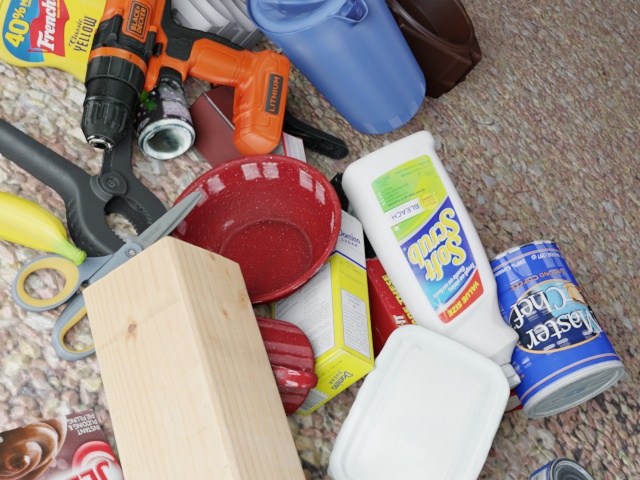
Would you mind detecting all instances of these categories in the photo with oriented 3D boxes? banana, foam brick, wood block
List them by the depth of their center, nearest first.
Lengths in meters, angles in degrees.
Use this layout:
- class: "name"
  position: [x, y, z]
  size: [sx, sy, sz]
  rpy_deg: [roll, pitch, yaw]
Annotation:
- class: "wood block"
  position: [-0.090, 0.113, 0.760]
  size: [0.090, 0.091, 0.206]
  rpy_deg: [26, 38, -54]
- class: "banana"
  position: [-0.273, -0.024, 0.792]
  size: [0.197, 0.037, 0.070]
  rpy_deg: [13, 7, -29]
- class: "foam brick"
  position: [-0.094, -0.110, 1.077]
  size: [0.078, 0.051, 0.052]
  rpy_deg: [50, 33, 6]

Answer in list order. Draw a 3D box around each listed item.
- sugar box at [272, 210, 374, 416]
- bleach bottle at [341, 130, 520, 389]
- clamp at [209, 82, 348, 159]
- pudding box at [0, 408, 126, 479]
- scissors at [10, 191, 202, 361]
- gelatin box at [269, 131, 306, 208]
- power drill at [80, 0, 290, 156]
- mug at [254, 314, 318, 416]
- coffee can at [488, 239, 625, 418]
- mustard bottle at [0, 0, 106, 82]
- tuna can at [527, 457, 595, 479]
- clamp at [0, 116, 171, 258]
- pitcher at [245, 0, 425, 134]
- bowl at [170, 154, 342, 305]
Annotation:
- class: "sugar box"
  position: [-0.001, 0.060, 0.961]
  size: [0.048, 0.093, 0.176]
  rpy_deg: [33, 36, -27]
- class: "bleach bottle"
  position: [0.118, 0.026, 0.997]
  size: [0.102, 0.068, 0.251]
  rpy_deg: [-25, 72, -11]
- class: "clamp"
  position: [-0.053, -0.114, 1.139]
  size: [0.171, 0.039, 0.120]
  rpy_deg: [35, 37, -9]
- class: "pudding box"
  position: [-0.182, 0.168, 0.703]
  size: [0.113, 0.039, 0.090]
  rpy_deg: [-9, 62, -50]
- class: "scissors"
  position: [-0.174, 0.008, 0.860]
  size: [0.096, 0.016, 0.201]
  rpy_deg: [30, 50, -8]
- class: "gelatin box"
  position: [-0.042, -0.051, 1.050]
  size: [0.030, 0.073, 0.089]
  rpy_deg: [19, 42, -33]
- class: "power drill"
  position: [-0.121, -0.141, 0.967]
  size: [0.187, 0.057, 0.184]
  rpy_deg: [23, 64, -32]
- class: "mug"
  position: [-0.051, 0.101, 0.853]
  size: [0.081, 0.117, 0.093]
  rpy_deg: [15, 82, -44]
- class: "coffee can"
  position: [0.213, 0.085, 1.025]
  size: [0.102, 0.103, 0.140]
  rpy_deg: [4, 53, -45]
- class: "mustard bottle"
  position: [-0.253, -0.202, 0.967]
  size: [0.191, 0.096, 0.058]
  rpy_deg: [12, 16, -38]
- class: "tuna can"
  position: [0.249, 0.262, 1.070]
  size: [0.086, 0.034, 0.086]
  rpy_deg: [28, 38, -24]
- class: "clamp"
  position: [-0.183, -0.047, 0.924]
  size: [0.164, 0.036, 0.210]
  rpy_deg: [-28, 78, -47]
- class: "pitcher"
  position: [0.022, -0.227, 1.204]
  size: [0.242, 0.145, 0.149]
  rpy_deg: [45, 34, -53]
- class: "bowl"
  position: [-0.056, 0.001, 0.952]
  size: [0.055, 0.162, 0.162]
  rpy_deg: [71, 3, -53]
